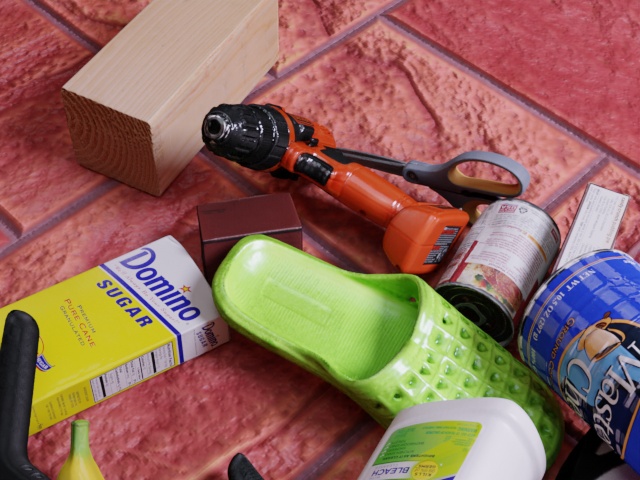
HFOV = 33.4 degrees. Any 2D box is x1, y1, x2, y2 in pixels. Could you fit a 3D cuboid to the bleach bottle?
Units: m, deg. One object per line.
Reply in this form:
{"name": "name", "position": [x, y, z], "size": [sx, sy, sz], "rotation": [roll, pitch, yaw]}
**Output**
{"name": "bleach bottle", "position": [0.040, 0.189, 0.594], "size": [0.103, 0.068, 0.250], "rotation": [-11, 24, 35]}

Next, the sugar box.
{"name": "sugar box", "position": [-0.165, 0.068, 0.790], "size": [0.176, 0.048, 0.093], "rotation": [-27, 56, -20]}

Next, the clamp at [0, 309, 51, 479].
{"name": "clamp", "position": [-0.223, 0.168, 0.685], "size": [0.165, 0.036, 0.210], "rotation": [-34, 60, 10]}

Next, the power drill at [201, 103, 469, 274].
{"name": "power drill", "position": [0.013, -0.045, 0.825], "size": [0.188, 0.057, 0.184], "rotation": [35, 15, 20]}

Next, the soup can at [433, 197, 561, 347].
{"name": "soup can", "position": [0.134, 0.024, 0.813], "size": [0.069, 0.068, 0.102], "rotation": [23, 53, 18]}

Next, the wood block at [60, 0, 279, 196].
{"name": "wood block", "position": [-0.126, -0.148, 0.947], "size": [0.091, 0.090, 0.205], "rotation": [22, 52, 17]}

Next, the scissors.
{"name": "scissors", "position": [0.093, -0.042, 0.893], "size": [0.202, 0.096, 0.016], "rotation": [4, 44, 46]}

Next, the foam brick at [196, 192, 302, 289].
{"name": "foam brick", "position": [-0.055, 0.001, 0.838], "size": [0.078, 0.051, 0.053], "rotation": [-8, 37, -7]}
